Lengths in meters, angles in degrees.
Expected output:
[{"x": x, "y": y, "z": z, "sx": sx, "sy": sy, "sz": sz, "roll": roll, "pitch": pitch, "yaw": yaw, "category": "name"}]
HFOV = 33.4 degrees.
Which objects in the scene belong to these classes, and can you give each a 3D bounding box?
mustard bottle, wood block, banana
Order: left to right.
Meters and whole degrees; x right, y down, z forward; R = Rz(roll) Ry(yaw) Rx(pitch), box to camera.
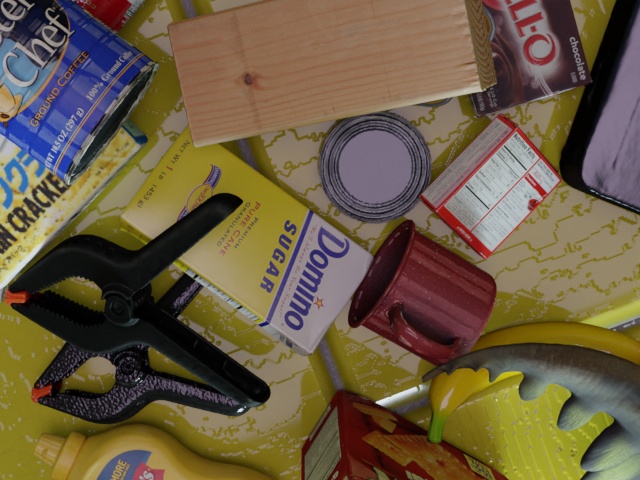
[{"x": -0.134, "y": 0.198, "z": 0.839, "sx": 0.191, "sy": 0.058, "sz": 0.096, "roll": 25, "pitch": 102, "yaw": -4, "category": "mustard bottle"}, {"x": 0.010, "y": -0.132, "z": 0.751, "sx": 0.206, "sy": 0.090, "sz": 0.091, "roll": -9, "pitch": 99, "yaw": 18, "category": "wood block"}, {"x": 0.165, "y": 0.098, "z": 0.834, "sx": 0.197, "sy": 0.037, "sz": 0.069, "roll": -17, "pitch": 80, "yaw": -7, "category": "banana"}]

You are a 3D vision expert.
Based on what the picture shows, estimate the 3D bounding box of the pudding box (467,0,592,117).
[{"x": 0.144, "y": -0.158, "z": 0.803, "sx": 0.090, "sy": 0.039, "sz": 0.113, "roll": -17, "pitch": 97, "yaw": 3, "category": "pudding box"}]

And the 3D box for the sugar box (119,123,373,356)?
[{"x": -0.055, "y": 0.001, "z": 0.809, "sx": 0.176, "sy": 0.048, "sz": 0.093, "roll": 35, "pitch": 77, "yaw": -3, "category": "sugar box"}]

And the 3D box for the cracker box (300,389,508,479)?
[{"x": 0.072, "y": 0.196, "z": 0.763, "sx": 0.164, "sy": 0.213, "sz": 0.072, "roll": 29, "pitch": 96, "yaw": -5, "category": "cracker box"}]

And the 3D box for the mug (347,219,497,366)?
[{"x": 0.078, "y": 0.049, "z": 0.796, "sx": 0.081, "sy": 0.117, "sz": 0.093, "roll": 30, "pitch": 113, "yaw": -9, "category": "mug"}]

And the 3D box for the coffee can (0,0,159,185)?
[{"x": -0.194, "y": -0.119, "z": 0.708, "sx": 0.140, "sy": 0.103, "sz": 0.103, "roll": 37, "pitch": 96, "yaw": -6, "category": "coffee can"}]

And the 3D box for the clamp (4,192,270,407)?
[{"x": -0.134, "y": 0.051, "z": 0.784, "sx": 0.210, "sy": 0.036, "sz": 0.164, "roll": -5, "pitch": 111, "yaw": 23, "category": "clamp"}]

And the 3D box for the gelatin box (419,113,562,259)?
[{"x": 0.130, "y": -0.041, "z": 0.809, "sx": 0.089, "sy": 0.030, "sz": 0.073, "roll": -47, "pitch": 128, "yaw": 5, "category": "gelatin box"}]

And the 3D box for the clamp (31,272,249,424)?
[{"x": -0.143, "y": 0.086, "z": 0.835, "sx": 0.171, "sy": 0.039, "sz": 0.120, "roll": -8, "pitch": 81, "yaw": 2, "category": "clamp"}]

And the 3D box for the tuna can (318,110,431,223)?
[{"x": 0.041, "y": -0.057, "z": 0.819, "sx": 0.086, "sy": 0.034, "sz": 0.086, "roll": 0, "pitch": 98, "yaw": -1, "category": "tuna can"}]
